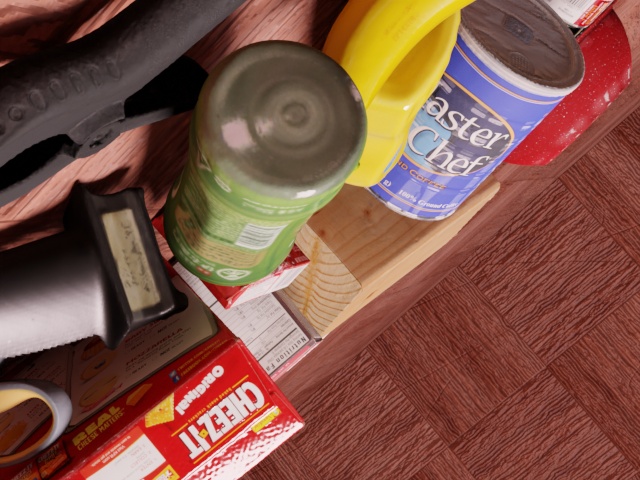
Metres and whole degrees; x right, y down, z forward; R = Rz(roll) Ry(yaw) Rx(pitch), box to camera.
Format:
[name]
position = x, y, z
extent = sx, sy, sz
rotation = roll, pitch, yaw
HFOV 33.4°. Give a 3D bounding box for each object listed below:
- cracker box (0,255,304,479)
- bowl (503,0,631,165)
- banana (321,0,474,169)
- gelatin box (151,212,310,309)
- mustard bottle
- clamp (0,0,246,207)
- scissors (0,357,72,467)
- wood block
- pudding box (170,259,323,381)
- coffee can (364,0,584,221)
[cracker box]
position = -0.119, 0.102, 0.622
extent = 0.164, 0.072, 0.214
rotation = -38, -160, -9
[bowl]
position = 0.187, -0.109, 0.826
extent = 0.162, 0.055, 0.162
rotation = -45, 177, -3
[banana]
position = 0.068, -0.115, 0.503
extent = 0.198, 0.069, 0.037
rotation = -38, -178, 1
[gelatin box]
position = -0.054, 0.001, 0.678
extent = 0.030, 0.073, 0.089
rotation = -45, 168, 23
[mustard bottle]
position = 0.032, -0.084, 0.621
extent = 0.192, 0.058, 0.096
rotation = 109, -4, -73
[clamp]
position = -0.085, -0.059, 0.397
extent = 0.171, 0.039, 0.120
rotation = -38, 170, -38
[scissors]
position = -0.222, 0.086, 0.546
extent = 0.202, 0.096, 0.016
rotation = -11, -176, 15
[wood block]
position = 0.042, -0.014, 0.845
extent = 0.205, 0.090, 0.091
rotation = -33, 168, -45
[pudding box]
position = -0.068, 0.057, 0.760
extent = 0.090, 0.113, 0.039
rotation = -40, 171, 4
[coffee can]
position = 0.092, -0.094, 0.716
extent = 0.102, 0.103, 0.141
rotation = -30, 166, -46
